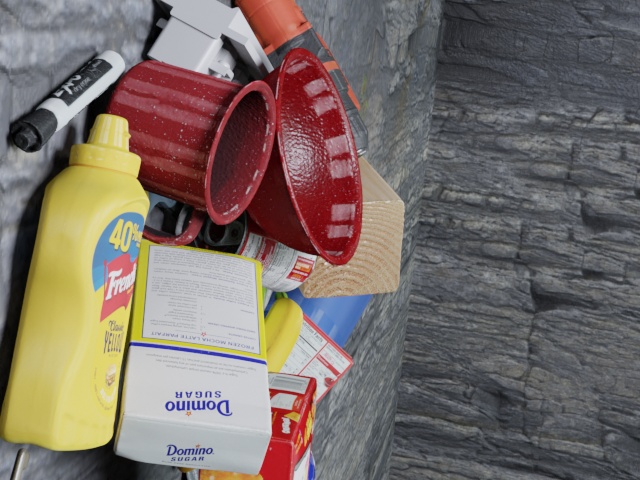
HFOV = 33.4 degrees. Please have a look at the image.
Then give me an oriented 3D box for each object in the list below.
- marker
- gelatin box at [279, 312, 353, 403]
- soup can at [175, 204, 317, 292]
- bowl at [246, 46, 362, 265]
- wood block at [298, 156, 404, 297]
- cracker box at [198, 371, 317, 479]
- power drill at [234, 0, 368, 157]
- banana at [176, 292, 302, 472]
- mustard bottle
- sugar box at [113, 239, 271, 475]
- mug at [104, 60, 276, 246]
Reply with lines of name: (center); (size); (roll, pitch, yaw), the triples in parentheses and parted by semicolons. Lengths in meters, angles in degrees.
marker: (-0.144, -0.081, 0.614); (0.121, 0.020, 0.020); (-64, 160, -58)
gelatin box: (-0.024, 0.123, 1.026); (0.089, 0.073, 0.030); (-47, -166, -4)
soup can: (-0.055, 0.001, 0.838); (0.102, 0.069, 0.068); (20, 77, -55)
bowl: (-0.021, -0.057, 0.786); (0.162, 0.055, 0.162); (-11, 90, -70)
wood block: (0.004, -0.031, 1.021); (0.206, 0.090, 0.091); (-123, -148, -63)
cracker box: (-0.051, 0.219, 0.782); (0.164, 0.072, 0.214); (-60, 156, -80)
power drill: (-0.006, -0.149, 0.991); (0.184, 0.057, 0.187); (61, 4, 4)
banana: (-0.065, 0.125, 0.967); (0.197, 0.037, 0.070); (-58, -174, -24)
mustard bottle: (-0.137, 0.021, 0.621); (0.096, 0.058, 0.191); (35, 63, -80)
sugar box: (-0.084, 0.073, 0.711); (0.176, 0.093, 0.048); (-95, -161, -52)
mug: (-0.088, -0.054, 0.675); (0.093, 0.081, 0.117); (13, 95, -73)
